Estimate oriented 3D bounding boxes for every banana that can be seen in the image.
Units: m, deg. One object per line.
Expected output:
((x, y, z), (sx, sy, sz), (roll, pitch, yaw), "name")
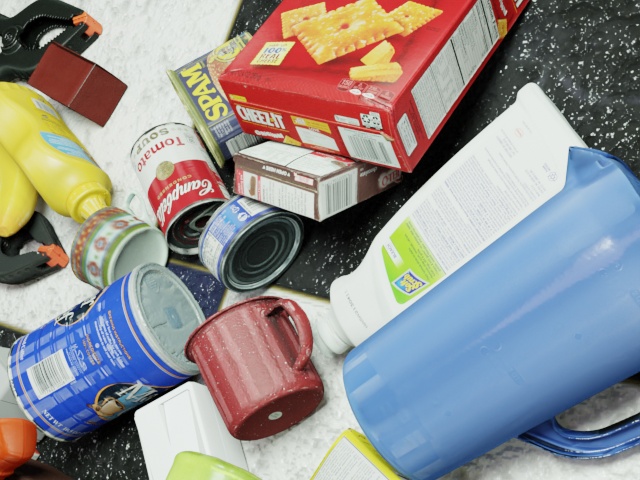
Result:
((-0.319, -0.063, 1.071), (0.069, 0.037, 0.198), (-32, 42, -16), "banana")

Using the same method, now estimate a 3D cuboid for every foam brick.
((-0.244, -0.157, 1.071), (0.078, 0.053, 0.051), (29, 88, 36), "foam brick")

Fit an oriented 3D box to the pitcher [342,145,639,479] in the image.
((0.143, 0.069, 0.716), (0.243, 0.144, 0.149), (-36, 44, 19), "pitcher")

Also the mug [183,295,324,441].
((-0.042, 0.095, 0.827), (0.117, 0.093, 0.081), (-49, 57, 33), "mug")

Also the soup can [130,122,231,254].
((-0.122, -0.047, 0.947), (0.068, 0.068, 0.102), (-38, 56, 13), "soup can")

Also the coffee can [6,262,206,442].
((-0.177, 0.095, 0.904), (0.140, 0.102, 0.103), (-30, 59, 18), "coffee can")

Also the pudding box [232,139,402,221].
((-0.001, -0.058, 0.854), (0.090, 0.113, 0.039), (18, 117, 35), "pudding box")

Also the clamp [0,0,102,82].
((-0.329, -0.218, 1.155), (0.210, 0.036, 0.164), (-17, 64, 23), "clamp")

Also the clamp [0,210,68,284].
((-0.326, 0.010, 1.064), (0.172, 0.039, 0.120), (20, 79, 36), "clamp")

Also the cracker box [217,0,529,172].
((0.046, -0.165, 0.846), (0.164, 0.072, 0.213), (17, 59, 34), "cracker box")

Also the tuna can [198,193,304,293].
((-0.056, 0.001, 0.877), (0.086, 0.086, 0.034), (-50, 57, 5), "tuna can")

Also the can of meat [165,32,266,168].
((-0.077, -0.127, 0.945), (0.084, 0.057, 0.102), (-29, 58, -5), "can of meat")

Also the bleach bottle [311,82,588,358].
((0.091, -0.001, 0.805), (0.251, 0.068, 0.103), (-38, 56, 16), "bleach bottle")

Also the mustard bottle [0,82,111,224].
((-0.252, -0.075, 1.018), (0.058, 0.096, 0.192), (-49, 55, 6), "mustard bottle")
